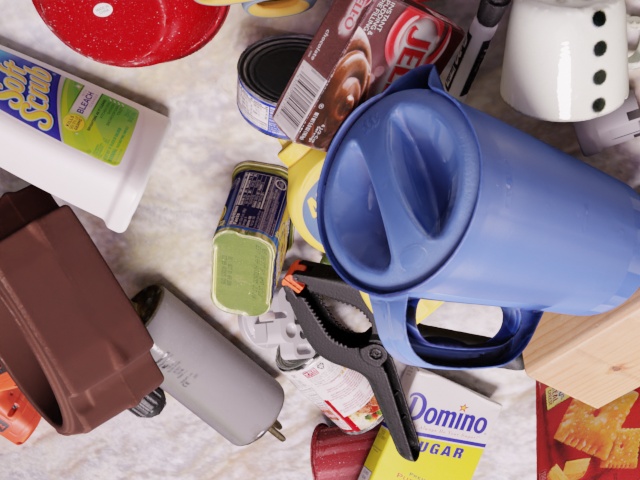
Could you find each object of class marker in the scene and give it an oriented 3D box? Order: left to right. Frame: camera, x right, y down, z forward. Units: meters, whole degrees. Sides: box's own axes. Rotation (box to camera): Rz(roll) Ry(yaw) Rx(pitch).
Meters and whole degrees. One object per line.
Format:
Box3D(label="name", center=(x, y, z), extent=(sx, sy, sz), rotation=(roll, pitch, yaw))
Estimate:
Box3D(label="marker", center=(0.106, -0.133, 0.738), extent=(0.020, 0.020, 0.121), rotation=(16, 151, -1))

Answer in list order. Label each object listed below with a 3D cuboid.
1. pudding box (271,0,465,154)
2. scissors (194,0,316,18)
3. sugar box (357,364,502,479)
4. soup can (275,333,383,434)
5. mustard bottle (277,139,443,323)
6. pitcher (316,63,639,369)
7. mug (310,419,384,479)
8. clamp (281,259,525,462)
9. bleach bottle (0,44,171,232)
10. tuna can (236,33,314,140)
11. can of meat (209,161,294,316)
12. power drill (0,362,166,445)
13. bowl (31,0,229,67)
Box3D(label="pudding box", center=(0.032, -0.110, 0.705), extent=(0.089, 0.039, 0.114), rotation=(13, 118, -44))
Box3D(label="scissors", center=(0.014, -0.173, 0.707), extent=(0.202, 0.016, 0.096), rotation=(-3, 176, 17))
Box3D(label="sugar box", center=(0.092, 0.214, 0.998), extent=(0.093, 0.176, 0.048), rotation=(24, 177, -10))
Box3D(label="soup can", center=(0.014, 0.124, 0.994), extent=(0.069, 0.068, 0.102), rotation=(-24, 123, 32))
Box3D(label="mustard bottle", center=(0.031, -0.025, 0.835), extent=(0.096, 0.058, 0.191), rotation=(-41, 97, 10))
Box3D(label="pitcher", center=(0.122, -0.003, 0.727), extent=(0.242, 0.145, 0.149), rotation=(13, 124, -43))
Box3D(label="mug", center=(0.048, 0.226, 1.077), extent=(0.082, 0.093, 0.117), rotation=(-13, 160, 18))
Box3D(label="clamp", center=(0.051, 0.097, 0.919), extent=(0.210, 0.036, 0.165), rotation=(32, 123, -2))
Box3D(label="bleach bottle", center=(-0.247, -0.101, 0.819), extent=(0.250, 0.102, 0.068), rotation=(24, 138, -11))
Box3D(label="tuna can", center=(-0.018, -0.110, 0.768), extent=(0.086, 0.086, 0.034), rotation=(11, 136, 3))
Box3D(label="can of meat", center=(-0.056, 0.001, 0.884), extent=(0.057, 0.084, 0.102), rotation=(10, 135, 4))
Box3D(label="power drill", center=(-0.273, 0.144, 1.094), extent=(0.188, 0.057, 0.184), rotation=(-32, 115, 32))
Box3D(label="bowl", center=(-0.146, -0.179, 0.755), extent=(0.162, 0.055, 0.162), rotation=(7, 134, 7))
